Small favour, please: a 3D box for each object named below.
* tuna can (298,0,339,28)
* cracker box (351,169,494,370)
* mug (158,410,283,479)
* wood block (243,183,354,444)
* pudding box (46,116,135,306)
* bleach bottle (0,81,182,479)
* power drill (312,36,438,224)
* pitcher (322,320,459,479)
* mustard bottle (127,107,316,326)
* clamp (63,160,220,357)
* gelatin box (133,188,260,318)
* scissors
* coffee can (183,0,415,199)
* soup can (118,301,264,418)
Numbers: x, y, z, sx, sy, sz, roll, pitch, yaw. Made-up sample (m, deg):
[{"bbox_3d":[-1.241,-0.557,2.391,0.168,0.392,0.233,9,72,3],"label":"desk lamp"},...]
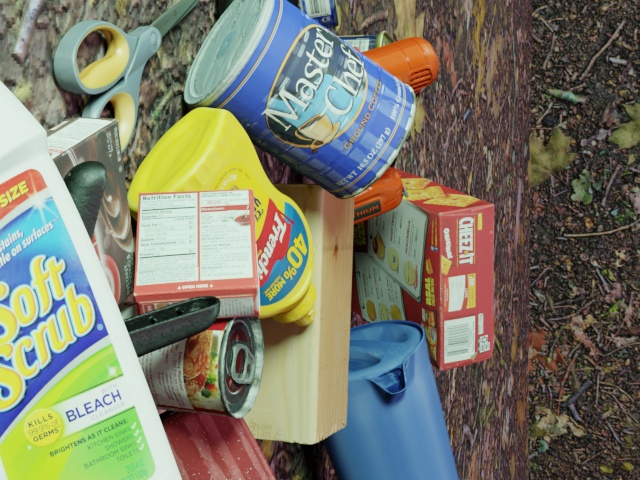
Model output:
[{"bbox_3d":[-0.006,-0.235,0.975,0.086,0.034,0.086,-9,90,-88],"label":"tuna can"},{"bbox_3d":[0.102,0.022,1.129,0.214,0.072,0.164,-149,-126,-63],"label":"cracker box"},{"bbox_3d":[-0.088,0.154,0.704,0.117,0.093,0.081,-28,89,-53],"label":"mug"},{"bbox_3d":[-0.028,0.057,0.895,0.090,0.090,0.206,0,92,-71],"label":"wood block"},{"bbox_3d":[-0.144,-0.004,0.608,0.090,0.039,0.113,-53,142,-60],"label":"pudding box"},{"bbox_3d":[-0.148,0.029,0.487,0.102,0.068,0.251,-23,94,-32],"label":"bleach bottle"},{"bbox_3d":[0.015,-0.087,0.962,0.188,0.184,0.057,92,-26,-53],"label":"power drill"},{"bbox_3d":[0.067,0.209,1.075,0.149,0.145,0.243,-45,121,-59],"label":"pitcher"},{"bbox_3d":[-0.055,0.001,0.773,0.096,0.058,0.191,-58,135,-24],"label":"mustard bottle"},{"bbox_3d":[-0.128,0.058,0.559,0.120,0.039,0.171,41,73,-28],"label":"clamp"},{"bbox_3d":[-0.075,0.008,0.653,0.030,0.073,0.089,90,-4,-45],"label":"gelatin box"},{"bbox_3d":[-0.119,-0.113,0.714,0.201,0.016,0.096,-41,133,-66],"label":"scissors"},{"bbox_3d":[-0.015,-0.108,0.790,0.140,0.103,0.102,31,54,-25],"label":"coffee can"},{"bbox_3d":[-0.094,0.073,0.669,0.068,0.102,0.068,2,90,-72],"label":"soup can"}]
